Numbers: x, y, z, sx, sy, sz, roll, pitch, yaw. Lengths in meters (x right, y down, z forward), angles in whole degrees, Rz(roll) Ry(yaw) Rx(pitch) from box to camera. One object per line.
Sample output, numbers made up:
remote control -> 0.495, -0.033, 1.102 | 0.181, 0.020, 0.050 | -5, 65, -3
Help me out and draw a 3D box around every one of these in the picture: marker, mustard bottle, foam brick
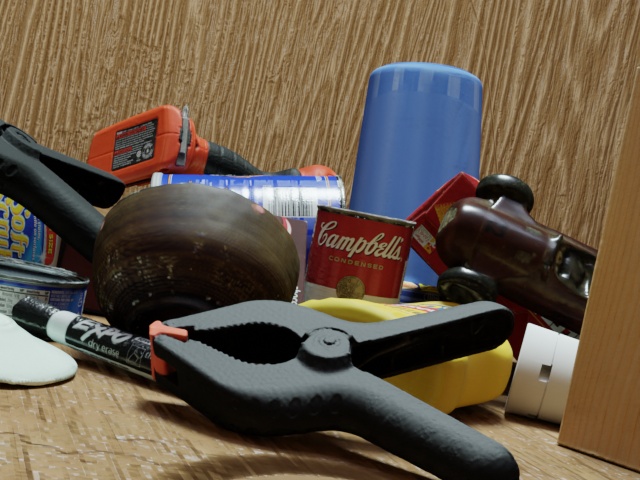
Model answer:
marker -> -0.109, 0.051, 0.539 | 0.121, 0.020, 0.020 | 16, 4, 27
mustard bottle -> 0.059, 0.065, 0.618 | 0.096, 0.058, 0.191 | 14, 3, 27
foam brick -> -0.159, 0.021, 0.749 | 0.051, 0.053, 0.078 | 11, 3, -13

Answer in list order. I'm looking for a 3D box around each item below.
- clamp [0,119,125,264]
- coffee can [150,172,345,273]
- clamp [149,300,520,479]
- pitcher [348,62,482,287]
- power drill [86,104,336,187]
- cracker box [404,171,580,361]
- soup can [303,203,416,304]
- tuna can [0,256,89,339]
clamp -> -0.183, -0.042, 0.642 | 0.209, 0.036, 0.165 | 33, 8, -37
coffee can -> -0.055, 0.001, 0.800 | 0.140, 0.103, 0.103 | 0, 3, -5
clamp -> 0.008, 0.064, 0.465 | 0.171, 0.039, 0.120 | -1, 25, -1
pitcher -> 0.089, -0.037, 1.015 | 0.144, 0.243, 0.149 | 8, -4, -38
power drill -> -0.102, -0.047, 0.909 | 0.185, 0.057, 0.187 | -15, -24, 39
cracker box -> 0.157, 0.032, 0.819 | 0.164, 0.072, 0.213 | 48, 10, 12
soup can -> 0.021, 0.031, 0.716 | 0.068, 0.102, 0.068 | 11, 2, -1
tuna can -> -0.178, 0.031, 0.610 | 0.086, 0.034, 0.086 | 11, 2, -1
